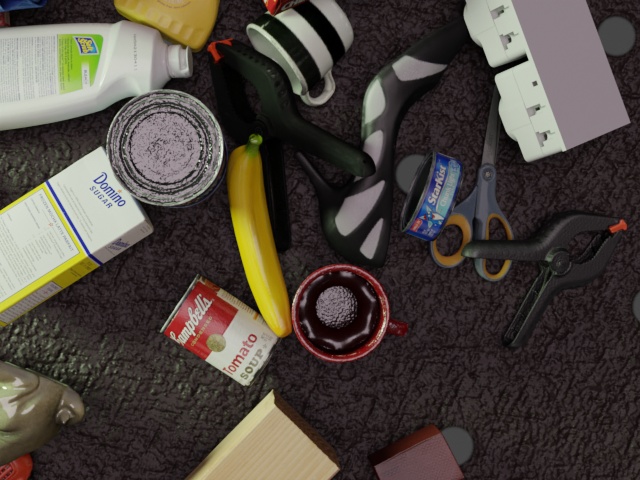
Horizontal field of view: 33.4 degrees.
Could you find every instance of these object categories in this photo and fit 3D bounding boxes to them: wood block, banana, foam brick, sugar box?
[{"bbox_3d":[-0.086,0.254,1.032,0.091,0.090,0.206,44,89,-3],"label":"wood block"},{"bbox_3d":[-0.061,-0.007,1.016,0.037,0.070,0.198,-13,105,-10],"label":"banana"},{"bbox_3d":[0.094,0.225,1.061,0.078,0.051,0.053,-25,92,-3],"label":"foam brick"},{"bbox_3d":[-0.258,-0.003,1.028,0.176,0.048,0.093,-31,74,-4],"label":"sugar box"}]

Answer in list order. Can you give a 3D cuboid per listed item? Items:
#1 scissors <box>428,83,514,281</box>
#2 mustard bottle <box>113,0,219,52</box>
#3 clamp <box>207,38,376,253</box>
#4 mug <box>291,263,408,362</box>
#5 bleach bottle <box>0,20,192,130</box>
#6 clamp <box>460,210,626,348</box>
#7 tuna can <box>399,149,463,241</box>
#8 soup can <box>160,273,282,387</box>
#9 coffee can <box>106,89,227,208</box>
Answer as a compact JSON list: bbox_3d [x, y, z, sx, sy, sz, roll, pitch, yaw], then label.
[{"bbox_3d":[0.149,-0.057,1.075,0.096,0.016,0.202,-7,92,-5],"label":"scissors"},{"bbox_3d":[-0.116,-0.287,1.034,0.096,0.058,0.191,28,89,-5],"label":"mustard bottle"},{"bbox_3d":[-0.039,-0.108,1.017,0.036,0.165,0.210,-22,84,-45],"label":"clamp"},{"bbox_3d":[0.029,0.070,1.038,0.117,0.081,0.093,13,90,-4],"label":"mug"},{"bbox_3d":[-0.247,-0.153,1.011,0.251,0.068,0.102,-3,90,3],"label":"bleach bottle"},{"bbox_3d":[0.223,0.015,1.064,0.171,0.039,0.120,-39,113,-9],"label":"clamp"},{"bbox_3d":[0.108,-0.043,1.039,0.033,0.086,0.086,20,90,-6],"label":"tuna can"},{"bbox_3d":[-0.095,0.088,1.039,0.102,0.068,0.068,34,89,-4],"label":"soup can"},{"bbox_3d":[-0.139,-0.082,0.996,0.102,0.140,0.103,0,91,-4],"label":"coffee can"}]
